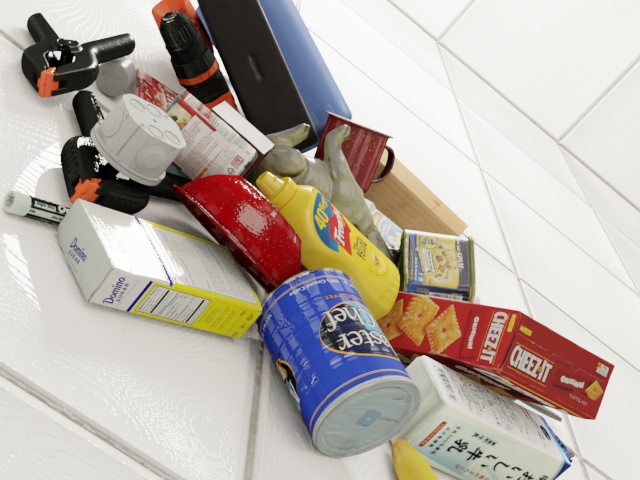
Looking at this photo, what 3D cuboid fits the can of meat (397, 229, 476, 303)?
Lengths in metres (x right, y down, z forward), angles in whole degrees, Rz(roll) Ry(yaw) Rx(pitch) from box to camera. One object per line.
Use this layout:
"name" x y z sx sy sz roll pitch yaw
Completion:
"can of meat" 0.134 0.037 1.252 0.084 0.057 0.102 8 48 -4

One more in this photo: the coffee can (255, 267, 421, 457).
"coffee can" 0.014 0.109 0.966 0.102 0.103 0.140 21 29 -45

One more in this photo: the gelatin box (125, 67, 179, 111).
"gelatin box" -0.188 -0.155 1.236 0.073 0.030 0.089 32 22 -26

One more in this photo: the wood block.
"wood block" 0.093 -0.054 1.468 0.206 0.090 0.090 44 19 5

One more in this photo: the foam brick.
"foam brick" -0.098 -0.105 1.165 0.078 0.053 0.051 42 20 -2

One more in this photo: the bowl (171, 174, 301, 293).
"bowl" -0.069 -0.012 1.033 0.162 0.055 0.162 45 -7 7

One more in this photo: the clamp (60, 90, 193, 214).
"clamp" -0.206 -0.079 1.037 0.164 0.036 0.209 42 17 -1

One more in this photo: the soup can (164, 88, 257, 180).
"soup can" -0.123 -0.098 1.102 0.102 0.069 0.068 41 20 -9

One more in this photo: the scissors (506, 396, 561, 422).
"scissors" 0.231 0.178 1.359 0.201 0.016 0.096 23 28 -43

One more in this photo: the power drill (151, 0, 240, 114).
"power drill" -0.161 -0.232 1.320 0.188 0.057 0.184 -113 180 -50

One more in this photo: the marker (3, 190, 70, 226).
"marker" -0.217 -0.019 0.920 0.120 0.020 0.020 19 30 -47

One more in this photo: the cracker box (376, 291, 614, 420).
"cracker box" 0.174 0.120 1.139 0.164 0.072 0.214 28 -12 -35

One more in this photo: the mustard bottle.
"mustard bottle" 0.003 -0.002 1.126 0.191 0.058 0.096 44 29 -20

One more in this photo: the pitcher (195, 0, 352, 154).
"pitcher" -0.063 -0.239 1.475 0.243 0.145 0.149 60 15 4

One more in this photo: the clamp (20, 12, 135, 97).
"clamp" -0.259 -0.195 1.133 0.120 0.039 0.171 3 34 -9

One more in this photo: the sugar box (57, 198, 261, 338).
"sugar box" -0.139 0.028 0.933 0.175 0.048 0.093 18 29 -44

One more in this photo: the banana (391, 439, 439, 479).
"banana" 0.123 0.262 0.961 0.198 0.037 0.069 50 4 16

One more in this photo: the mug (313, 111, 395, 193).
"mug" 0.045 -0.109 1.378 0.117 0.081 0.093 16 9 -36
